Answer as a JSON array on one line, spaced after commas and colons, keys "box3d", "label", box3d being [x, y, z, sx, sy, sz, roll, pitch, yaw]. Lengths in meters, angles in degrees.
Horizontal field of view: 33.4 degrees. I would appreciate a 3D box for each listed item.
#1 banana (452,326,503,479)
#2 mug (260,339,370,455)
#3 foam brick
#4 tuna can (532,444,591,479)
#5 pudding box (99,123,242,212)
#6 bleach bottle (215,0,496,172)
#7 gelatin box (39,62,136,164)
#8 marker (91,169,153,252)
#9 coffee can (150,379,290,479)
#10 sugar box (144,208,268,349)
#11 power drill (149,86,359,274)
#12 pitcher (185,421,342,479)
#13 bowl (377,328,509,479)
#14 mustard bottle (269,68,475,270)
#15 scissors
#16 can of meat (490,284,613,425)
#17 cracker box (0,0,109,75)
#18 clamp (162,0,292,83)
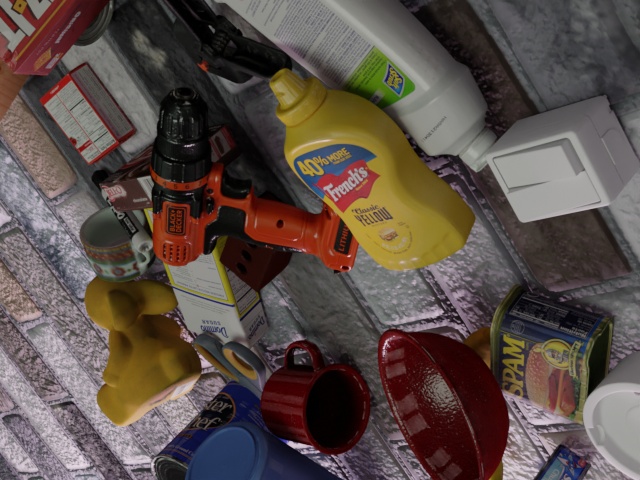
[{"box3d": [0.149, 0.153, 0.978, 0.070, 0.037, 0.198, 25, 134, 50], "label": "banana"}, {"box3d": [-0.011, 0.160, 1.109, 0.082, 0.093, 0.117, -2, 105, 50], "label": "mug"}, {"box3d": [-0.057, 0.001, 1.032, 0.053, 0.051, 0.078, 38, 142, 11], "label": "foam brick"}, {"box3d": [0.205, 0.226, 0.959, 0.034, 0.086, 0.086, 36, 142, 16], "label": "tuna can"}, {"box3d": [-0.143, -0.069, 1.020, 0.114, 0.089, 0.039, -3, 123, 44], "label": "pudding box"}, {"box3d": [0.033, -0.143, 0.809, 0.251, 0.068, 0.103, 43, 148, 0], "label": "bleach bottle"}, {"box3d": [-0.241, -0.130, 1.107, 0.073, 0.030, 0.089, -24, 105, 50], "label": "gelatin box"}, {"box3d": [-0.214, -0.034, 1.145, 0.121, 0.020, 0.020, 52, 149, 31], "label": "marker"}, {"box3d": [-0.110, 0.239, 1.225, 0.103, 0.140, 0.103, 25, 138, 25], "label": "coffee can"}, {"box3d": [-0.119, 0.028, 1.122, 0.093, 0.048, 0.176, 15, 137, 35], "label": "sugar box"}, {"box3d": [-0.053, -0.044, 0.915, 0.187, 0.057, 0.184, 9, 135, -2], "label": "power drill"}, {"box3d": [-0.022, 0.291, 1.134, 0.242, 0.149, 0.145, 44, -175, -37], "label": "pitcher"}, {"box3d": [0.112, 0.139, 0.911, 0.162, 0.055, 0.162, 54, 157, 35], "label": "bowl"}, {"box3d": [0.029, -0.058, 0.820, 0.096, 0.058, 0.191, -14, 128, 46], "label": "mustard bottle"}, {"box3d": [-0.054, 0.166, 1.169, 0.201, 0.016, 0.096, 40, 154, -14], "label": "scissors"}, {"box3d": [0.190, 0.096, 0.880, 0.084, 0.057, 0.102, 18, 134, 29], "label": "can of meat"}, {"box3d": [-0.273, -0.273, 0.911, 0.214, 0.072, 0.164, 45, 106, 3], "label": "cracker box"}, {"box3d": [-0.075, -0.155, 0.861, 0.120, 0.039, 0.171, 42, 178, 1], "label": "clamp"}]
